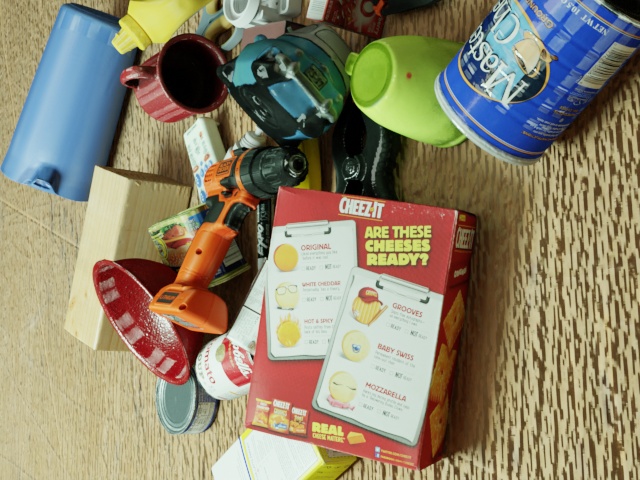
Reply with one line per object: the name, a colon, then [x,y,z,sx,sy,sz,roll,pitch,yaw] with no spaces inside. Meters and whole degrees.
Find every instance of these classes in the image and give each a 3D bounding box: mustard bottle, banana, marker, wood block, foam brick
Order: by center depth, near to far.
banana: [-0.024,-0.079,1.083,0.070,0.037,0.198,128,137,-59]
foam brick: [-0.041,-0.193,1.103,0.078,0.052,0.051,4,88,52]
marker: [-0.057,0.001,1.122,0.020,0.020,0.121,-12,75,50]
mustard bottle: [-0.151,-0.273,1.171,0.191,0.058,0.096,-42,28,-6]
wood block: [-0.233,0.022,1.284,0.090,0.090,0.206,21,101,51]

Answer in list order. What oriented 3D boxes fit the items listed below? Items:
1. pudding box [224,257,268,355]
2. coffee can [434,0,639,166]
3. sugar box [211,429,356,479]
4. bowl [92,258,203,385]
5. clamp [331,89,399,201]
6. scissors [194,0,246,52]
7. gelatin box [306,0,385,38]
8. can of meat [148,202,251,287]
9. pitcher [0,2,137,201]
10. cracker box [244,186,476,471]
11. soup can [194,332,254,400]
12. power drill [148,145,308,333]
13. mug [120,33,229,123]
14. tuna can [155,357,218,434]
pudding box: [-0.021,0.079,0.997,0.114,0.039,0.090,27,89,18]
coffee can: [0.166,-0.140,0.793,0.140,0.102,0.103,-51,48,34]
sugar box: [-0.040,0.219,1.048,0.176,0.048,0.093,-52,46,38]
bowl: [-0.176,0.076,1.155,0.162,0.055,0.162,36,146,29]
clamp: [0.034,-0.058,1.000,0.120,0.039,0.171,-16,71,41]
scissors: [-0.148,-0.253,1.279,0.202,0.016,0.096,-5,80,51]
gelatin box: [0.033,-0.242,1.001,0.030,0.073,0.089,25,103,50]
can of meat: [-0.134,0.008,1.163,0.102,0.057,0.084,-16,99,50]
pitcher: [-0.324,-0.184,1.415,0.149,0.144,0.243,30,105,36]
cracker box: [0.035,0.070,0.909,0.164,0.072,0.214,9,91,24]
soup can: [-0.074,0.121,1.087,0.102,0.068,0.068,-28,64,47]
power drill: [-0.088,-0.004,1.034,0.185,0.057,0.187,-7,56,64]
mug: [-0.172,-0.182,1.222,0.082,0.117,0.093,-13,81,55]
tuna can: [-0.150,0.175,1.202,0.086,0.033,0.086,-10,77,51]
